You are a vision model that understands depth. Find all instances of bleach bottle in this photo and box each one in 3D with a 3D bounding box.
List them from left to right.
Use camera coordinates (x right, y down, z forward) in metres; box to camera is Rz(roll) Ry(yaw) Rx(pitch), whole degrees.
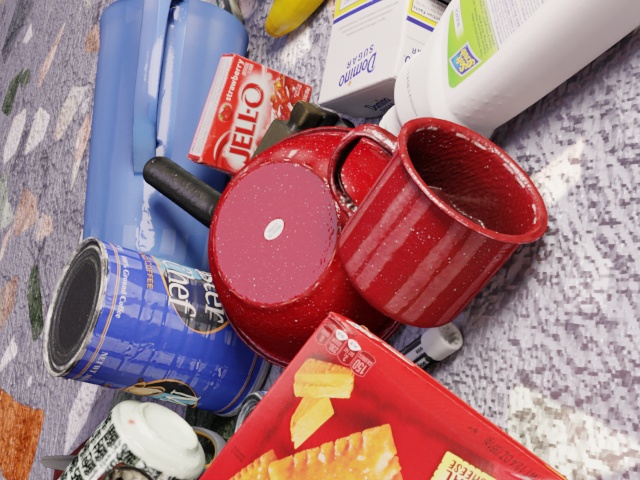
[{"bbox_3d":[0.115,-0.130,0.589,0.251,0.068,0.102,-40,42,46],"label":"bleach bottle"}]

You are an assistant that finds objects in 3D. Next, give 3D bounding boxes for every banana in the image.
[{"bbox_3d":[0.012,-0.241,0.852,0.198,0.037,0.069,-58,14,20],"label":"banana"}]

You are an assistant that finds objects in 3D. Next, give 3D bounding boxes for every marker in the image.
[{"bbox_3d":[0.039,0.083,0.637,0.121,0.020,0.020,-43,40,40],"label":"marker"}]

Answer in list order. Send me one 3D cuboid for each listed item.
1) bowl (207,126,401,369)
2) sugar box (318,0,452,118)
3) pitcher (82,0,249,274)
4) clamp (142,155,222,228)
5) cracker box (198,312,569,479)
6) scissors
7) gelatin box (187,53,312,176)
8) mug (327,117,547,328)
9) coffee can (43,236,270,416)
[{"bbox_3d":[-0.015,0.000,0.669,0.162,0.055,0.162,-7,77,29],"label":"bowl"},{"bbox_3d":[0.053,-0.177,0.735,0.094,0.048,0.176,-8,71,57],"label":"sugar box"},{"bbox_3d":[-0.138,-0.082,0.909,0.145,0.149,0.243,-13,65,41],"label":"pitcher"},{"bbox_3d":[-0.055,0.001,0.789,0.172,0.120,0.039,26,70,44],"label":"clamp"},{"bbox_3d":[0.004,0.162,0.504,0.213,0.072,0.164,-52,47,-3],"label":"cracker box"},{"bbox_3d":[-0.150,0.197,0.831,0.202,0.016,0.096,-21,65,32],"label":"scissors"},{"bbox_3d":[-0.055,-0.092,0.836,0.030,0.073,0.089,18,89,61],"label":"gelatin box"},{"bbox_3d":[0.053,-0.014,0.582,0.082,0.117,0.093,-55,-6,35],"label":"mug"},{"bbox_3d":[-0.118,0.065,0.785,0.103,0.140,0.103,-36,45,45],"label":"coffee can"}]
